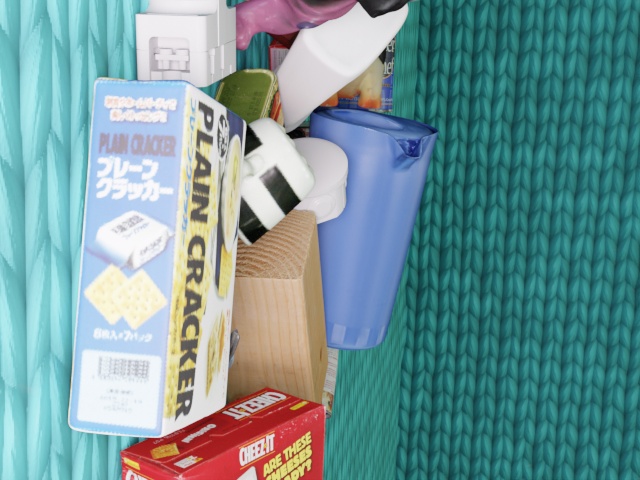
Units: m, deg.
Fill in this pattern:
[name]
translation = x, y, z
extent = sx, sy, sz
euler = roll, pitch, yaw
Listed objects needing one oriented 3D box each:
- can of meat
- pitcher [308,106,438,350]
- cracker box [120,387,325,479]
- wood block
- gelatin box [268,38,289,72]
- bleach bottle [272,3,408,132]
[can of meat]
translation = -0.064, -0.091, 0.944
extent = 0.102, 0.057, 0.084
euler = -78, 165, -45
[pitcher]
translation = 0.032, -0.017, 1.124
extent = 0.149, 0.145, 0.243
euler = -36, 138, -70
[cracker box]
translation = -0.073, 0.239, 0.813
extent = 0.163, 0.072, 0.214
euler = -16, 112, -51
[wood block]
translation = -0.047, 0.076, 1.013
extent = 0.090, 0.090, 0.206
euler = -78, 167, -46
[gelatin box]
translation = -0.034, -0.181, 1.166
extent = 0.073, 0.030, 0.089
euler = -70, 161, -61
[bleach bottle]
translation = -0.007, -0.161, 0.998
extent = 0.102, 0.068, 0.251
euler = -53, -172, -18
